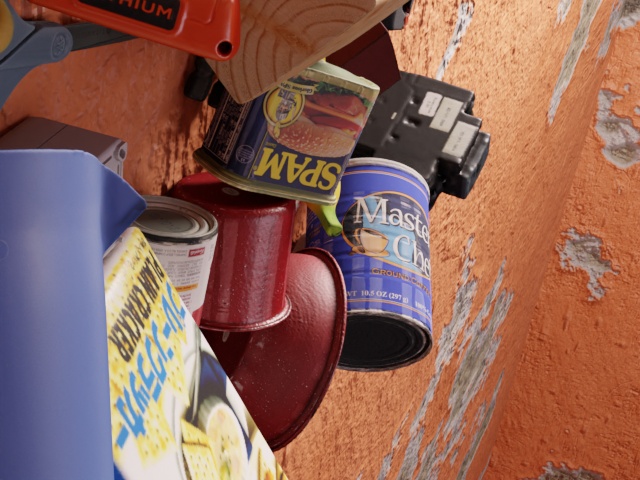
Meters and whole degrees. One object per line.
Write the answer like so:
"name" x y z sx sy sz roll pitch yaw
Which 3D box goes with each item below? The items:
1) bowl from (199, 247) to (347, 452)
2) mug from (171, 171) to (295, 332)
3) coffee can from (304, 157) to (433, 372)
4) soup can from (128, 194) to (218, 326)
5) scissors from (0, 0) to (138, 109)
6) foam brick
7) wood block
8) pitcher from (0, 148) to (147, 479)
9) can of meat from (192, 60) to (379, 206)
"bowl" -0.048 0.074 0.794 0.055 0.162 0.162 20 90 -28
"mug" -0.055 0.001 0.718 0.117 0.093 0.081 -28 131 -57
"coffee can" 0.037 0.020 0.850 0.103 0.103 0.140 80 10 -58
"soup can" -0.103 0.031 0.645 0.068 0.069 0.102 -32 139 -62
"scissors" -0.139 -0.077 0.508 0.096 0.016 0.201 -70 162 7
"foam brick" 0.023 -0.143 0.815 0.051 0.053 0.078 -36 157 -2
"wood block" -0.004 -0.155 0.601 0.090 0.091 0.205 -33 -173 24
"pitcher" -0.144 0.090 0.375 0.144 0.149 0.243 -8 93 -72
"can of meat" -0.020 -0.076 0.685 0.101 0.058 0.084 9 111 -43
